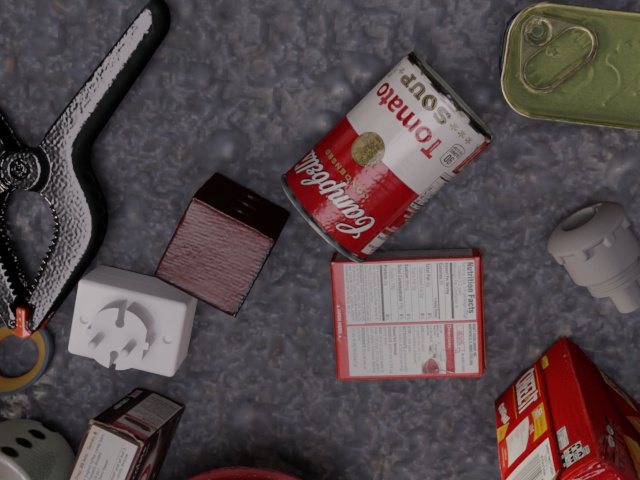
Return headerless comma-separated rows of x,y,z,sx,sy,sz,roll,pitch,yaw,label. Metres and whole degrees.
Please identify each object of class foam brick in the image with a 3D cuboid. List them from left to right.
-0.054,0.001,0.608,0.053,0.078,0.051,27,104,-3,foam brick

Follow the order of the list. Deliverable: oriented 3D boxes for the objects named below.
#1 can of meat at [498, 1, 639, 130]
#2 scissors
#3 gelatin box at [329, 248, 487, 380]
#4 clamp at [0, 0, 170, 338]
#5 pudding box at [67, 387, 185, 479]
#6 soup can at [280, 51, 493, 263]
0.145,-0.093,0.561,0.102,0.084,0.057,7,104,4,can of meat
-0.235,0.112,0.685,0.096,0.016,0.202,22,105,1,scissors
0.052,0.043,0.631,0.089,0.030,0.073,-2,102,6,gelatin box
-0.162,-0.049,0.627,0.164,0.036,0.210,-3,98,7,clamp
-0.127,0.152,0.640,0.039,0.090,0.113,21,97,5,pudding box
0.037,-0.046,0.592,0.102,0.068,0.068,-43,95,13,soup can
